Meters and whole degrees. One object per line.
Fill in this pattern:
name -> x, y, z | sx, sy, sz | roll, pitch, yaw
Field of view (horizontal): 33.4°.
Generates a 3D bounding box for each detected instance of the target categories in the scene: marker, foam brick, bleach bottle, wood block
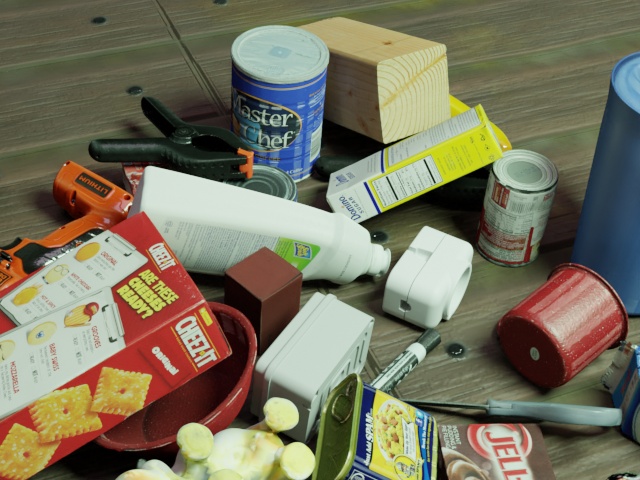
marker -> 0.071, 0.117, 0.968 | 0.020, 0.020, 0.120 | 31, 48, 25
foam brick -> -0.054, 0.055, 0.980 | 0.052, 0.078, 0.051 | -32, 55, -33
bleach bottle -> -0.057, 0.001, 1.023 | 0.250, 0.103, 0.068 | 12, 48, -16
wood block -> 0.045, -0.185, 1.196 | 0.090, 0.090, 0.206 | -20, 28, -25

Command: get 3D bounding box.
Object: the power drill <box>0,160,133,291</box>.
power drill -> -0.284, 0.000, 1.037 | 0.185, 0.057, 0.187 | 29, 50, 19

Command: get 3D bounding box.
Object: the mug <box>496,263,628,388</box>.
mug -> 0.211, 0.079, 0.981 | 0.081, 0.093, 0.117 | -33, 23, -28

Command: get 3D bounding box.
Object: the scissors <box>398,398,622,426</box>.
scissors -> 0.163, 0.145, 0.910 | 0.201, 0.096, 0.016 | 4, 84, -4

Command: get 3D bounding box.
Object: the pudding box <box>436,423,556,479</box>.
pudding box -> 0.144, 0.201, 0.867 | 0.090, 0.039, 0.113 | 0, 43, -7

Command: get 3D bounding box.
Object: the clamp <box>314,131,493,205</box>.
clamp -> 0.109, -0.083, 1.177 | 0.210, 0.036, 0.164 | 29, 48, 27

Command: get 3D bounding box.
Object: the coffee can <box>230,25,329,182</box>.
coffee can -> -0.047, -0.145, 1.153 | 0.103, 0.140, 0.103 | 3, 43, -3

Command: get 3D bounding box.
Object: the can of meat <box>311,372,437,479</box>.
can of meat -> 0.046, 0.170, 0.859 | 0.084, 0.058, 0.102 | 27, 42, -17

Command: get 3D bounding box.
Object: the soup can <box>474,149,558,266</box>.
soup can -> 0.198, -0.032, 1.081 | 0.068, 0.102, 0.068 | 2, 43, -2

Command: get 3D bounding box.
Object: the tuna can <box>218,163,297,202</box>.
tuna can -> -0.067, -0.043, 1.118 | 0.086, 0.034, 0.086 | 3, 42, -3

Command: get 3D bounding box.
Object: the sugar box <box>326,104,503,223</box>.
sugar box -> 0.094, -0.075, 1.087 | 0.176, 0.048, 0.093 | -27, 15, 13

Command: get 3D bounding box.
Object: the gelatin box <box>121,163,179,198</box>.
gelatin box -> -0.165, -0.054, 1.124 | 0.073, 0.030, 0.089 | -10, 45, -16

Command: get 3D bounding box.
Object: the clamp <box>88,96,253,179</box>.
clamp -> -0.147, -0.107, 1.136 | 0.171, 0.039, 0.120 | 13, 45, 8

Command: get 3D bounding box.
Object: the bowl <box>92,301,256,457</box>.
bowl -> -0.120, 0.126, 0.892 | 0.162, 0.055, 0.162 | -15, 38, 12

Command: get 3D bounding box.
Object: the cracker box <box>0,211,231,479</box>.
cracker box -> -0.201, 0.086, 0.878 | 0.213, 0.072, 0.164 | -30, 38, -10
